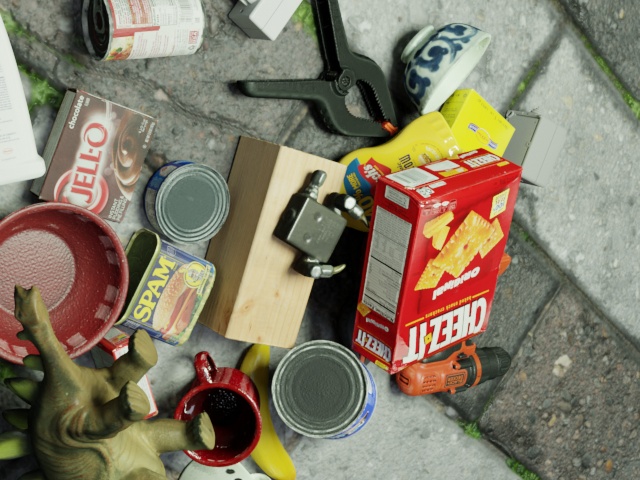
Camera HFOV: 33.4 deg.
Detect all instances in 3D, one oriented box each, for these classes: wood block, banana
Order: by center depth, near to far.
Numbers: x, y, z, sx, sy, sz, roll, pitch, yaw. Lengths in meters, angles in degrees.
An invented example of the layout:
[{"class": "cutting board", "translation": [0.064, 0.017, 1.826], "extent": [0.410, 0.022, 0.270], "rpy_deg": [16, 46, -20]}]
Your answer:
[{"class": "wood block", "translation": [-0.057, 0.002, 1.145], "extent": [0.090, 0.091, 0.206], "rpy_deg": [14, 94, -36]}, {"class": "banana", "translation": [-0.063, 0.200, 1.224], "extent": [0.069, 0.037, 0.198], "rpy_deg": [-15, 110, -30]}]

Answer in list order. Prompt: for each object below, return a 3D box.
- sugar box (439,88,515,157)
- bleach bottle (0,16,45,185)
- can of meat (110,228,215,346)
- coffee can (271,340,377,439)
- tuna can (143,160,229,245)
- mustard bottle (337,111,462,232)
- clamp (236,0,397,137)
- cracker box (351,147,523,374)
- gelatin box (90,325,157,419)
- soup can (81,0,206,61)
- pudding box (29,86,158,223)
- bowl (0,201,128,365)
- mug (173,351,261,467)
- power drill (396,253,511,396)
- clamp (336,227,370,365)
[{"class": "sugar box", "translation": [0.160, -0.085, 1.287], "extent": [0.093, 0.048, 0.176], "rpy_deg": [35, 73, -32]}, {"class": "bleach bottle", "translation": [-0.315, -0.173, 0.943], "extent": [0.102, 0.068, 0.251], "rpy_deg": [-15, 108, -31]}, {"class": "can of meat", "translation": [-0.167, 0.051, 1.105], "extent": [0.083, 0.058, 0.102], "rpy_deg": [28, 85, -38]}, {"class": "coffee can", "translation": [0.007, 0.168, 1.182], "extent": [0.103, 0.103, 0.140], "rpy_deg": [-61, 169, -6]}, {"class": "tuna can", "translation": [-0.140, -0.040, 1.113], "extent": [0.085, 0.034, 0.086], "rpy_deg": [-9, 107, -32]}, {"class": "mustard bottle", "translation": [0.069, -0.064, 1.211], "extent": [0.191, 0.058, 0.096], "rpy_deg": [-27, 91, 0]}, {"class": "clamp", "translation": [0.019, -0.189, 1.181], "extent": [0.209, 0.036, 0.164], "rpy_deg": [31, 84, -38]}, {"class": "cracker box", "translation": [0.126, 0.021, 1.154], "extent": [0.163, 0.072, 0.214], "rpy_deg": [-18, 127, -39]}, {"class": "gelatin box", "translation": [-0.203, 0.134, 1.090], "extent": [0.030, 0.073, 0.089], "rpy_deg": [-25, 115, -27]}, {"class": "soup can", "translation": [-0.170, -0.210, 1.028], "extent": [0.102, 0.069, 0.068], "rpy_deg": [-11, 108, -32]}, {"class": "pudding box", "translation": [-0.221, -0.082, 1.043], "extent": [0.089, 0.039, 0.113], "rpy_deg": [18, 91, -36]}, {"class": "bowl", "translation": [-0.270, 0.037, 1.031], "extent": [0.161, 0.055, 0.162], "rpy_deg": [-9, 107, -32]}, {"class": "mug", "translation": [-0.111, 0.174, 1.145], "extent": [0.093, 0.081, 0.117], "rpy_deg": [-20, 100, 4]}, {"class": "power drill", "translation": [0.185, 0.102, 1.346], "extent": [0.184, 0.057, 0.188], "rpy_deg": [-6, 111, -38]}, {"class": "clamp", "translation": [0.056, 0.065, 1.272], "extent": [0.120, 0.039, 0.171], "rpy_deg": [27, 79, -29]}]
